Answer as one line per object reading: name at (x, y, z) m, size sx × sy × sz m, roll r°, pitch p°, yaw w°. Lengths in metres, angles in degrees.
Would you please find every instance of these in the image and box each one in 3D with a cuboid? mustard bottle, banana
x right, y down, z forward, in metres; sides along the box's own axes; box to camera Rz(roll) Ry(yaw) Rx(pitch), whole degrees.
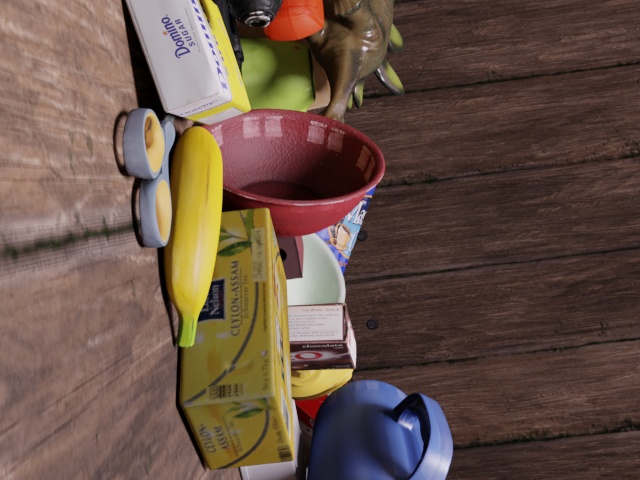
mustard bottle at (-0.016, 0.124, 1.040) m, size 0.191 × 0.096 × 0.058 m, roll 88°, pitch -7°, yaw -80°
banana at (-0.092, -0.024, 0.756) m, size 0.070 × 0.037 × 0.198 m, roll 121°, pitch -24°, yaw -46°

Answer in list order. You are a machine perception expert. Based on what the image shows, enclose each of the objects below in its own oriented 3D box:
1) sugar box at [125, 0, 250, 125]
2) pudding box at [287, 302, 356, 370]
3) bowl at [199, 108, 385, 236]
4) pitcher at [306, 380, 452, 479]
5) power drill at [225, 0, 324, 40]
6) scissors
sugar box at (-0.092, -0.136, 0.774) m, size 0.176 × 0.048 × 0.093 m, roll -80°, pitch 151°, yaw -87°
pudding box at (-0.029, 0.083, 0.899) m, size 0.090 × 0.113 × 0.039 m, roll 71°, pitch 16°, yaw -69°
bowl at (-0.030, -0.050, 0.882) m, size 0.162 × 0.162 × 0.055 m, roll -91°, pitch -173°, yaw -57°
pitcher at (0.052, 0.213, 0.958) m, size 0.243 × 0.149 × 0.145 m, roll -90°, pitch 163°, yaw -72°
power drill at (-0.041, -0.222, 0.814) m, size 0.187 × 0.057 × 0.184 m, roll 52°, pitch 31°, yaw -74°
scissors at (-0.106, -0.051, 0.720) m, size 0.201 × 0.016 × 0.096 m, roll -82°, pitch 168°, yaw -82°
